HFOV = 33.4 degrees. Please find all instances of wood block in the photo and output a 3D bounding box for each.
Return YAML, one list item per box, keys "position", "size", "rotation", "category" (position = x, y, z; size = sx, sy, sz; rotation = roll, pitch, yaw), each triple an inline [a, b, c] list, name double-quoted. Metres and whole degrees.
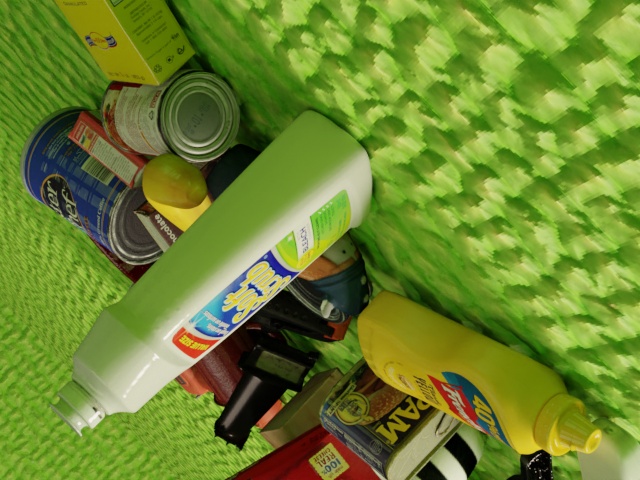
- position: [0.047, 0.241, 1.115]
  size: [0.206, 0.090, 0.091]
  rotation: [46, 160, -3]
  category: "wood block"

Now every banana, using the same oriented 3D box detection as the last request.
- position: [-0.096, -0.032, 0.765]
  size: [0.069, 0.037, 0.198]
  rotation: [31, 173, 7]
  category: "banana"

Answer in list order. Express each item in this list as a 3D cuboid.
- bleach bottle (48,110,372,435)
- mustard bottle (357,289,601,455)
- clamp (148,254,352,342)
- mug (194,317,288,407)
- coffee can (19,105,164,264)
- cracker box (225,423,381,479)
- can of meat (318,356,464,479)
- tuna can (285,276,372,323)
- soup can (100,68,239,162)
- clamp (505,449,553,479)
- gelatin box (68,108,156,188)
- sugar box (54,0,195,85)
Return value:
- position: [-0.070, 0.029, 0.691]
  size: [0.068, 0.250, 0.102]
  rotation: [38, 159, 19]
  category: "bleach bottle"
- position: [0.115, 0.102, 0.756]
  size: [0.192, 0.058, 0.096]
  rotation: [23, 152, 45]
  category: "mustard bottle"
- position: [-0.041, 0.065, 0.990]
  size: [0.210, 0.036, 0.164]
  rotation: [11, 166, 43]
  category: "clamp"
- position: [-0.088, 0.118, 1.158]
  size: [0.117, 0.093, 0.081]
  rotation: [-16, 116, 34]
  category: "mug"
- position: [-0.198, -0.053, 0.998]
  size: [0.140, 0.102, 0.103]
  rotation: [31, 156, 34]
  category: "coffee can"
- position: [0.021, 0.285, 1.007]
  size: [0.214, 0.164, 0.072]
  rotation: [60, -160, 8]
  category: "cracker box"
- position: [0.061, 0.136, 0.868]
  size: [0.084, 0.102, 0.057]
  rotation: [35, 157, 32]
  category: "can of meat"
- position: [-0.001, 0.027, 0.871]
  size: [0.086, 0.033, 0.086]
  rotation: [39, 159, 17]
  category: "tuna can"
- position: [-0.114, -0.095, 0.803]
  size: [0.102, 0.068, 0.068]
  rotation: [13, 143, 54]
  category: "soup can"
- position: [0.191, 0.236, 0.878]
  size: [0.171, 0.039, 0.120]
  rotation: [89, 155, -68]
  category: "clamp"
- position: [-0.156, -0.080, 0.899]
  size: [0.073, 0.030, 0.089]
  rotation: [39, -158, 12]
  category: "gelatin box"
- position: [-0.165, -0.192, 0.746]
  size: [0.093, 0.048, 0.176]
  rotation: [15, 146, 54]
  category: "sugar box"
